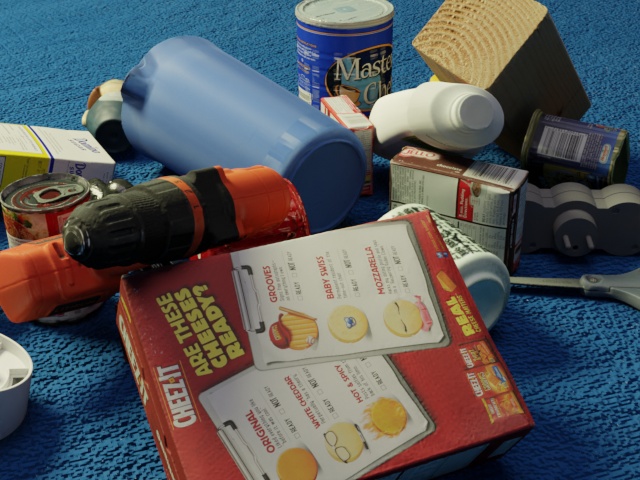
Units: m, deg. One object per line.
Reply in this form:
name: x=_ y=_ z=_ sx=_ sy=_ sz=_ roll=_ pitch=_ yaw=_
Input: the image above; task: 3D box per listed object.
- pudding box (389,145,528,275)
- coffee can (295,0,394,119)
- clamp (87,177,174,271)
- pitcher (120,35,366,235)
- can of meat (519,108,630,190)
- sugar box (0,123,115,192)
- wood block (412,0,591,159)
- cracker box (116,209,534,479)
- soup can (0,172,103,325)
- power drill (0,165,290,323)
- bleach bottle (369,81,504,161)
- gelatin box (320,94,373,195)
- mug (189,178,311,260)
pudding box: x=0.113 y=-0.023 z=0.898 sx=0.114 sy=0.090 sz=0.039 roll=16 pitch=35 yaw=26
coffee can: x=0.026 y=-0.179 z=1.132 sx=0.103 sy=0.140 sz=0.103 roll=-1 pitch=29 yaw=0
clamp: x=-0.159 y=-0.003 z=0.886 sx=0.039 sy=0.120 sz=0.172 roll=-30 pitch=18 yaw=-17
pitcher: x=-0.065 y=-0.094 z=1.011 sx=0.149 sy=0.145 sz=0.243 roll=-32 pitch=44 yaw=-26
can of meat: x=0.236 y=-0.072 z=0.980 sx=0.084 sy=0.102 sz=0.057 roll=15 pitch=77 yaw=22
sugar box: x=-0.293 y=-0.078 z=1.010 sx=0.175 sy=0.048 sz=0.093 roll=6 pitch=22 yaw=-32
wood block: x=0.176 y=-0.155 z=1.005 sx=0.090 sy=0.091 sz=0.205 roll=40 pitch=2 yaw=29
cracker box: x=-0.001 y=0.082 z=0.663 sx=0.213 sy=0.072 sz=0.164 roll=-13 pitch=62 yaw=-21
soup can: x=-0.208 y=0.007 z=0.836 sx=0.068 sy=0.102 sz=0.068 roll=-2 pitch=28 yaw=1
power drill: x=-0.135 y=0.005 z=0.708 sx=0.188 sy=0.057 sz=0.184 roll=-19 pitch=-3 yaw=38
bleach bottle: x=0.111 y=-0.102 z=0.949 sx=0.102 sy=0.068 sz=0.251 roll=13 pitch=0 yaw=-9
gelatin box: x=0.026 y=-0.094 z=1.047 sx=0.030 sy=0.073 sz=0.089 roll=-8 pitch=29 yaw=-15
mug: x=-0.055 y=0.001 z=0.839 sx=0.081 sy=0.093 sz=0.117 roll=-11 pitch=-5 yaw=-18
